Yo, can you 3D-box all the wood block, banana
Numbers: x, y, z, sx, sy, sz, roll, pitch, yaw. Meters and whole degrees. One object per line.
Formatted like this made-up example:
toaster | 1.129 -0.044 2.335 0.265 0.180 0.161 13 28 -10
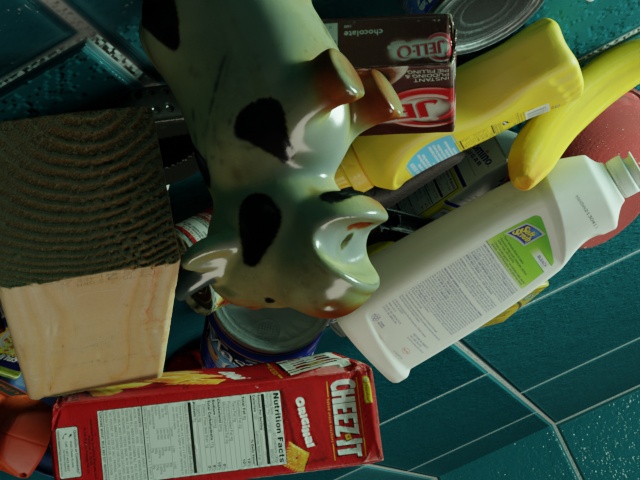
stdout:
wood block | -0.137 0.016 0.612 0.090 0.091 0.206 -9 160 -15
banana | 0.193 -0.100 0.785 0.197 0.037 0.070 -40 -171 -19

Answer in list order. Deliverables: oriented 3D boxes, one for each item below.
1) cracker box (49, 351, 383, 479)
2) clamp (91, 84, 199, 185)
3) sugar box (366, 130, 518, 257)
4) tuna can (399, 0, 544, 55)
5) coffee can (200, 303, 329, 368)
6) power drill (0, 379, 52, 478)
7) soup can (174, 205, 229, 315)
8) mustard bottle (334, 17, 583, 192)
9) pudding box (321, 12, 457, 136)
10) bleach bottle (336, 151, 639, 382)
cracker box | -0.076 0.126 0.764 0.213 0.072 0.164 -6 179 -7
clamp | -0.132 -0.044 0.645 0.210 0.036 0.164 -18 161 -2
sugar box | 0.105 -0.030 0.920 0.176 0.048 0.093 -38 152 27
tuna can | 0.092 -0.148 0.632 0.086 0.034 0.086 -20 159 -8
coffee can | -0.049 0.070 0.919 0.102 0.103 0.140 -17 159 -17
power drill | -0.261 0.100 0.673 0.185 0.057 0.187 15 168 39
soup can | -0.055 0.001 0.767 0.102 0.068 0.069 -28 164 -27
mustard bottle | 0.084 -0.084 0.744 0.192 0.058 0.096 -27 174 10
pudding box | 0.024 -0.095 0.633 0.113 0.039 0.090 0 160 8
bleach bottle | 0.135 0.013 0.826 0.251 0.068 0.102 -30 126 17
